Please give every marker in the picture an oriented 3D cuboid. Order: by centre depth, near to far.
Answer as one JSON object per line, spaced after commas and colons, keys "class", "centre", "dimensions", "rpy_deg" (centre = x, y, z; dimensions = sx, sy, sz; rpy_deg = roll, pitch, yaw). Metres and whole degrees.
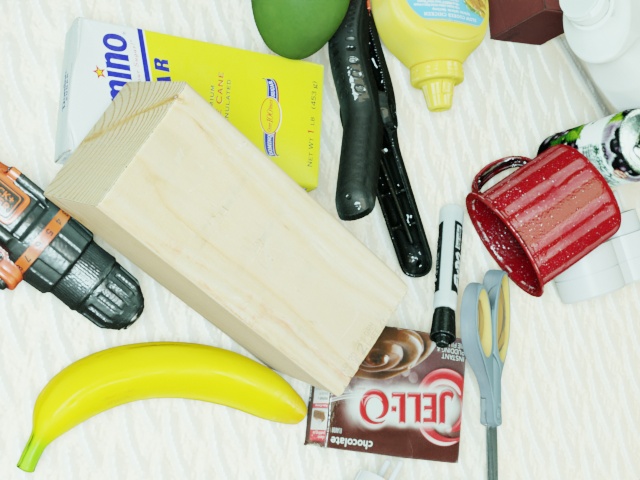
{"class": "marker", "centre": [0.093, 0.025, 0.783], "dimensions": [0.020, 0.020, 0.121], "rpy_deg": [25, 51, -20]}

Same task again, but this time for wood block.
{"class": "wood block", "centre": [-0.054, 0.000, 0.668], "dimensions": [0.206, 0.091, 0.090], "rpy_deg": [42, 75, -30]}

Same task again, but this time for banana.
{"class": "banana", "centre": [-0.101, 0.099, 0.696], "dimensions": [0.197, 0.037, 0.069], "rpy_deg": [-5, 102, -24]}

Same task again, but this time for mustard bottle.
{"class": "mustard bottle", "centre": [0.083, -0.193, 0.816], "dimensions": [0.096, 0.058, 0.191], "rpy_deg": [1, 81, -33]}

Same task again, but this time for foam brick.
{"class": "foam brick", "centre": [0.175, -0.193, 0.849], "dimensions": [0.052, 0.078, 0.051], "rpy_deg": [2, 82, -25]}

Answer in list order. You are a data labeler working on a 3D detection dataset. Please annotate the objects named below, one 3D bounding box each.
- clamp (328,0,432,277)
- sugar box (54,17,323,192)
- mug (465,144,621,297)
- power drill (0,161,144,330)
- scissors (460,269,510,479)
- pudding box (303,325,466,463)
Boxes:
{"class": "clamp", "centre": [0.039, -0.079, 0.765], "dimensions": [0.036, 0.164, 0.210], "rpy_deg": [-13, 64, 16]}
{"class": "sugar box", "centre": [-0.086, -0.088, 0.726], "dimensions": [0.176, 0.048, 0.093], "rpy_deg": [7, 79, -25]}
{"class": "mug", "centre": [0.162, -0.025, 0.804], "dimensions": [0.081, 0.117, 0.093], "rpy_deg": [-34, 135, -7]}
{"class": "power drill", "centre": [-0.221, 0.042, 0.636], "dimensions": [0.184, 0.057, 0.187], "rpy_deg": [40, 64, -10]}
{"class": "scissors", "centre": [0.119, 0.117, 0.781], "dimensions": [0.096, 0.016, 0.202], "rpy_deg": [29, 64, -59]}
{"class": "pudding box", "centre": [0.048, 0.108, 0.759], "dimensions": [0.113, 0.039, 0.090], "rpy_deg": [11, 76, -24]}
